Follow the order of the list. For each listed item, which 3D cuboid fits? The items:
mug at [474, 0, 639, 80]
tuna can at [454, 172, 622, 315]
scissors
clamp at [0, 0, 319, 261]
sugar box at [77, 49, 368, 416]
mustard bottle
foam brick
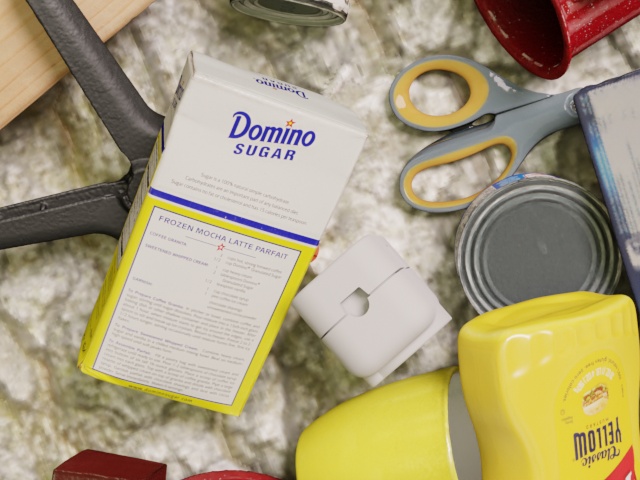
[{"bbox_3d":[0.133,-0.141,0.536,0.081,0.117,0.093,-32,105,-7],"label":"mug"},{"bbox_3d":[0.115,0.007,0.570,0.086,0.033,0.086,0,99,2],"label":"tuna can"},{"bbox_3d":[0.125,-0.087,0.587,0.202,0.016,0.096,-30,85,7],"label":"scissors"},{"bbox_3d":[-0.102,-0.026,0.575,0.209,0.036,0.165,28,108,-19],"label":"clamp"},{"bbox_3d":[-0.053,0.001,0.549,0.093,0.048,0.176,18,111,-18],"label":"sugar box"},{"bbox_3d":[0.121,0.127,0.528,0.096,0.058,0.191,-12,98,-34],"label":"mustard bottle"},{"bbox_3d":[-0.122,0.164,0.605,0.053,0.051,0.078,6,90,9],"label":"foam brick"}]
